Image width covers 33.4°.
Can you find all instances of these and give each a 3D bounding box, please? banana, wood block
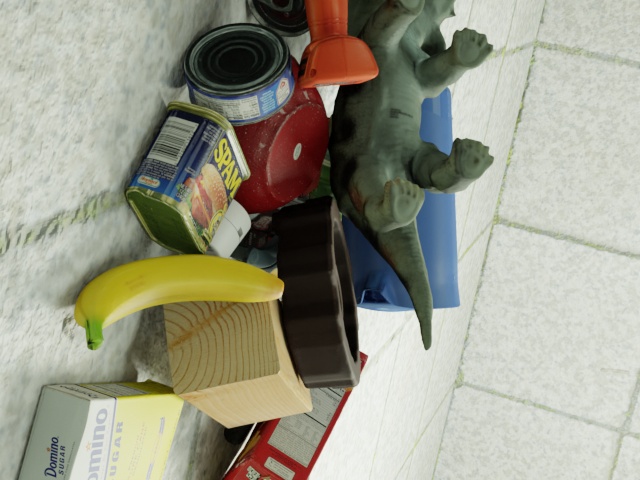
[{"bbox_3d":[-0.115,0.040,0.812,0.197,0.070,0.037,-15,146,-46],"label":"banana"},{"bbox_3d":[-0.070,0.105,0.967,0.206,0.091,0.090,67,12,-71],"label":"wood block"}]

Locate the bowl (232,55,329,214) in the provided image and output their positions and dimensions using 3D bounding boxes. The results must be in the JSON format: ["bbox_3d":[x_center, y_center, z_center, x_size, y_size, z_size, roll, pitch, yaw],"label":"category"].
[{"bbox_3d":[-0.040,-0.086,0.951,0.161,0.055,0.162,-38,140,-41],"label":"bowl"}]

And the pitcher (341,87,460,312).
[{"bbox_3d":[0.087,-0.045,1.146,0.149,0.144,0.243,-177,-92,-70],"label":"pitcher"}]

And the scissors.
[{"bbox_3d":[-0.057,0.001,1.031,0.096,0.016,0.201,-59,148,-15],"label":"scissors"}]

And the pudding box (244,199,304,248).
[{"bbox_3d":[-0.046,0.013,1.131,0.113,0.039,0.090,-38,141,-61],"label":"pudding box"}]

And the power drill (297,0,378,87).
[{"bbox_3d":[0.008,-0.213,0.806,0.184,0.057,0.188,-137,-136,-84],"label":"power drill"}]

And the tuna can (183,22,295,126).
[{"bbox_3d":[-0.064,-0.132,0.839,0.034,0.086,0.086,82,28,-51],"label":"tuna can"}]

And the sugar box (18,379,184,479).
[{"bbox_3d":[-0.167,0.160,0.835,0.176,0.048,0.093,19,85,-76],"label":"sugar box"}]

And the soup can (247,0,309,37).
[{"bbox_3d":[-0.015,-0.234,0.947,0.102,0.068,0.068,-59,158,-46],"label":"soup can"}]

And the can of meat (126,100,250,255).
[{"bbox_3d":[-0.104,-0.045,0.839,0.102,0.057,0.084,73,38,-61],"label":"can of meat"}]

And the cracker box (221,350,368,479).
[{"bbox_3d":[-0.043,0.223,1.195,0.164,0.072,0.213,-55,-178,43],"label":"cracker box"}]
